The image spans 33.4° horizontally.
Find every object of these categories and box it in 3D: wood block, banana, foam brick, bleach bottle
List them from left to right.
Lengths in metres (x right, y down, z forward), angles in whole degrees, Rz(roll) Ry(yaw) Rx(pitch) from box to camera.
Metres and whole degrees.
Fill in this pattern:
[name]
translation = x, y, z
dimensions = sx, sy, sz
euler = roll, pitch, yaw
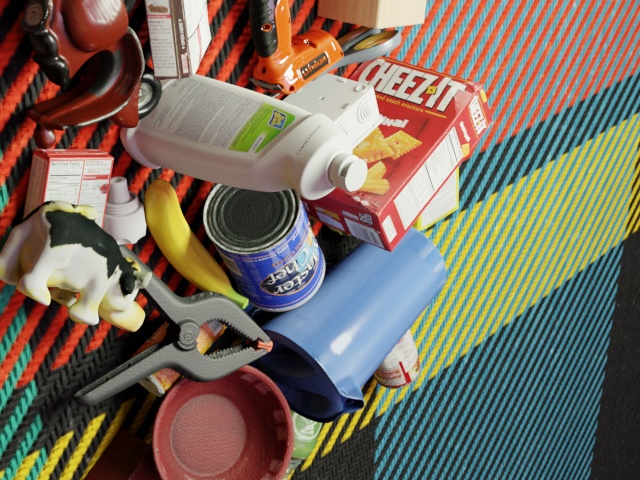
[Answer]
[foam brick]
translation = -0.207, 0.252, 1.146
dimensions = 0.078, 0.053, 0.051
euler = -54, 141, -18
[banana]
translation = -0.138, -0.001, 1.091
dimensions = 0.197, 0.070, 0.037
euler = 58, 46, -44
[bleach bottle]
translation = -0.067, -0.086, 0.981
dimensions = 0.102, 0.251, 0.068
euler = -57, 142, -14
[wood block]
translation = 0.064, -0.341, 1.152
dimensions = 0.090, 0.090, 0.206
euler = -19, 121, -46

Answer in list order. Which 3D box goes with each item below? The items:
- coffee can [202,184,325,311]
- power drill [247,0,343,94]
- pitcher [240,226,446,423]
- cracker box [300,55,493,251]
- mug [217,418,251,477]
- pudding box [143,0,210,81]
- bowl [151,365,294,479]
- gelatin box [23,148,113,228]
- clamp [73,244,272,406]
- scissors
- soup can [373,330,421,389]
[coffee can]
translation = -0.057, 0.001, 1.139
dimensions = 0.102, 0.103, 0.140
euler = -54, 155, -18
[power drill]
translation = -0.030, -0.261, 1.105
dimensions = 0.184, 0.057, 0.187
euler = -39, 132, -29
[pitcher]
translation = 0.031, 0.082, 1.247
dimensions = 0.242, 0.145, 0.149
euler = -43, 103, -33
[cracker box]
translation = 0.068, -0.107, 1.214
dimensions = 0.213, 0.164, 0.072
euler = -51, 142, -21
[mug]
translation = -0.110, 0.241, 1.237
dimensions = 0.093, 0.082, 0.117
euler = -5, 112, -50
[pudding box]
translation = -0.130, -0.207, 0.976
dimensions = 0.113, 0.039, 0.090
euler = -85, 172, -60
[bowl]
translation = -0.112, 0.212, 1.151
dimensions = 0.161, 0.055, 0.162
euler = 3, 83, -26
[gelatin box]
translation = -0.233, -0.040, 0.983
dimensions = 0.073, 0.030, 0.089
euler = -6, 113, -49
[clamp]
translation = -0.149, 0.104, 1.088
dimensions = 0.209, 0.036, 0.164
euler = 19, 85, -31
[scissors]
translation = 0.013, -0.189, 1.170
dimensions = 0.201, 0.096, 0.016
euler = -43, 124, -34
[soup can]
translation = 0.095, 0.146, 1.459
dimensions = 0.068, 0.069, 0.102
euler = -47, 138, -26
